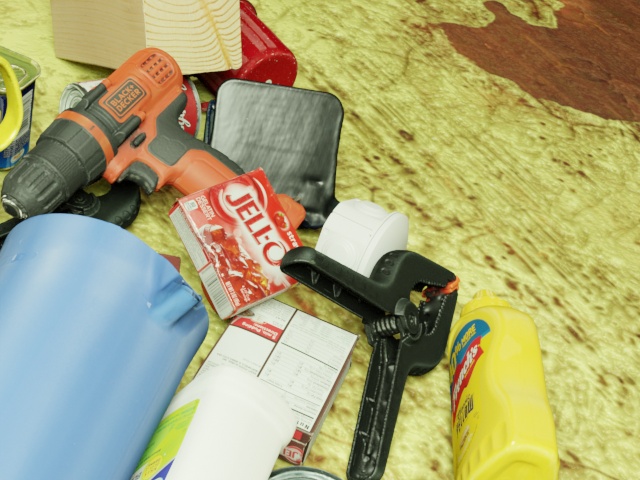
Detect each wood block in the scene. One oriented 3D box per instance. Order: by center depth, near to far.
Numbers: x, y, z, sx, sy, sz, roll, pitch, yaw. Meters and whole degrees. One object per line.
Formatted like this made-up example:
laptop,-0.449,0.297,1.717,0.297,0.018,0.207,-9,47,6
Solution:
wood block,-0.160,-0.202,0.945,0.090,0.091,0.206,-12,19,-33

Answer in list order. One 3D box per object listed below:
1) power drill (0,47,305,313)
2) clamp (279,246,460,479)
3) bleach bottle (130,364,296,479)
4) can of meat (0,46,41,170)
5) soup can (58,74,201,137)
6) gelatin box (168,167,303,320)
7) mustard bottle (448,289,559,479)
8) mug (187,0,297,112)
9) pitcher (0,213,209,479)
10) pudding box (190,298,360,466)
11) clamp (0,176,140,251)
power drill,-0.116,-0.034,0.788,0.187,0.057,0.184,43,55,-8
clamp,0.046,0.053,0.763,0.036,0.164,0.209,-12,15,32
bleach bottle,-0.090,0.181,0.556,0.068,0.103,0.250,41,35,-14
can of meat,-0.281,-0.113,0.860,0.102,0.084,0.057,23,37,7
soup can,-0.163,-0.108,0.913,0.102,0.069,0.069,-15,48,-36
gelatin box,-0.055,0.001,0.754,0.073,0.030,0.089,-24,83,-32
mustard bottle,0.121,0.102,0.742,0.058,0.096,0.191,13,38,-6
mug,-0.085,-0.163,1.008,0.117,0.093,0.082,-34,62,-15
pitcher,-0.169,0.115,0.577,0.145,0.149,0.242,20,50,2
pudding box,-0.032,0.093,0.742,0.090,0.039,0.113,24,40,7
clamp,-0.196,-0.019,0.815,0.120,0.039,0.171,17,40,-9
